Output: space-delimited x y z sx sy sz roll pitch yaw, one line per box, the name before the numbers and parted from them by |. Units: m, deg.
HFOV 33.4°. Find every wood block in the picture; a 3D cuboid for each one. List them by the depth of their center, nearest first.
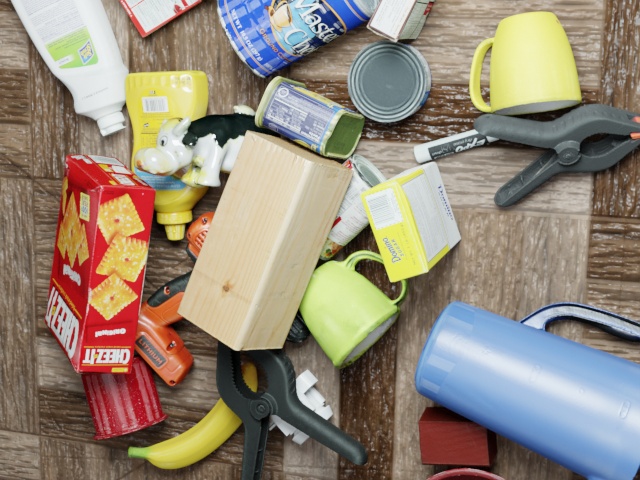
wood block | -0.058 0.001 1.110 0.091 0.090 0.206 29 102 30

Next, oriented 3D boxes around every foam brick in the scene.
foam brick | 0.151 0.215 1.171 0.078 0.053 0.051 -2 99 19

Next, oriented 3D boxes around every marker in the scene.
marker | 0.158 -0.107 1.128 0.121 0.020 0.020 -15 95 20

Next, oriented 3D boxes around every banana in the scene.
banana | -0.135 0.218 1.262 0.198 0.069 0.037 -38 44 15

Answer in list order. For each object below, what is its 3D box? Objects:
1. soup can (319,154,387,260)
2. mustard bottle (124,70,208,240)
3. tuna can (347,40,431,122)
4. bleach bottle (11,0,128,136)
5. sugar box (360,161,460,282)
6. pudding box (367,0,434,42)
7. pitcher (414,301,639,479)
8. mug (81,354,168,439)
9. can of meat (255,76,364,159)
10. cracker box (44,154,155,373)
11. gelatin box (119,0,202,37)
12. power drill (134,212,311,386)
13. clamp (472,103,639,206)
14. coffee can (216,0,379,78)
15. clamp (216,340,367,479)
soup can | 0.022 -0.036 1.159 0.102 0.068 0.068 -42 86 19
mustard bottle | -0.171 -0.096 1.216 0.096 0.058 0.192 2 100 24
tuna can | 0.074 -0.170 1.136 0.086 0.033 0.086 3 101 17
bleach bottle | -0.292 -0.239 1.229 0.103 0.068 0.251 -20 95 20
sugar box | 0.094 -0.022 1.081 0.048 0.176 0.093 -18 94 18
pudding box | 0.096 -0.259 1.083 0.039 0.090 0.113 28 107 10
pitcher | 0.231 0.145 1.103 0.243 0.149 0.145 23 121 16
mug | -0.243 0.186 1.283 0.117 0.093 0.081 -15 90 56
can of meat | -0.008 -0.128 1.130 0.084 0.102 0.057 28 101 17
cracker box | -0.255 0.022 1.210 0.072 0.164 0.214 4 105 -28
gelatin box | -0.181 -0.282 1.192 0.089 0.030 0.073 -26 106 22
power drill | -0.125 0.085 1.234 0.188 0.057 0.184 -41 93 19
clamp | 0.238 -0.101 1.070 0.172 0.039 0.120 -21 137 16
coffee can | -0.023 -0.247 1.117 0.140 0.102 0.103 -26 91 21
clamp | -0.064 0.191 1.187 0.165 0.036 0.210 -34 86 21
